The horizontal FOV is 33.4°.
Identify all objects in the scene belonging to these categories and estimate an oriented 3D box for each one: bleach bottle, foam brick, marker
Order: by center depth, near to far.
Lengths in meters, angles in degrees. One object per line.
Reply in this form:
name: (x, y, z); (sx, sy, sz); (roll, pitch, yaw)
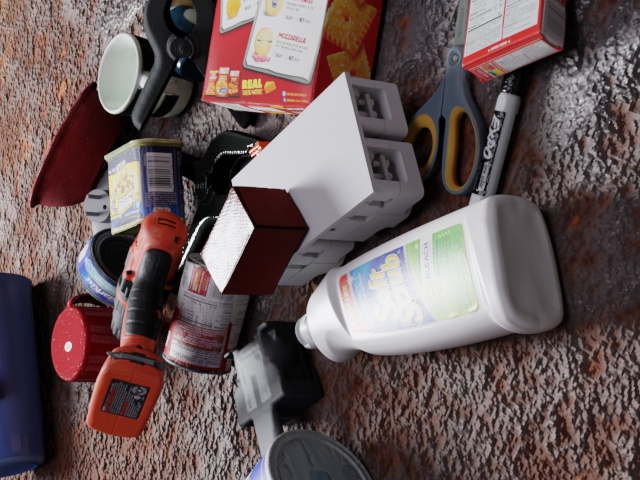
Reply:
marker: (0.134, -0.077, 0.795); (0.020, 0.020, 0.121); (23, 102, 49)
bleach bottle: (0.067, 0.050, 0.826); (0.251, 0.067, 0.102); (-27, 65, 47)
foam brick: (-0.056, 0.001, 0.882); (0.078, 0.051, 0.053); (-60, 43, 33)

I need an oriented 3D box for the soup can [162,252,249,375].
soup can: (-0.107, 0.070, 1.022); (0.069, 0.068, 0.102); (24, 103, 49)

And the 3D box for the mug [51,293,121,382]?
mug: (-0.243, 0.104, 1.168); (0.093, 0.081, 0.117); (-50, 50, 33)

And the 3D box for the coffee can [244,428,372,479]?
coffee can: (-0.032, 0.239, 0.882); (0.140, 0.102, 0.103); (-54, 48, 30)

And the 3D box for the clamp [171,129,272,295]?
clamp: (-0.108, -0.058, 1.066); (0.210, 0.036, 0.164); (-39, 57, 44)

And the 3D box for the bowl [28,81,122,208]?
bowl: (-0.270, -0.098, 1.216); (0.162, 0.055, 0.162); (-61, 7, 13)

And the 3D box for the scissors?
scissors: (0.097, -0.131, 0.850); (0.096, 0.016, 0.202); (-14, 74, 48)

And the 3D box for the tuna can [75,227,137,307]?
tuna can: (-0.216, 0.029, 1.144); (0.034, 0.085, 0.086); (-46, 52, 34)

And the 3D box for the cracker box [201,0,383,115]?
cracker box: (-0.019, -0.220, 0.957); (0.164, 0.071, 0.214); (11, 92, 48)

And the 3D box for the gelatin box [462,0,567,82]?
gelatin box: (0.143, -0.168, 0.774); (0.073, 0.030, 0.089); (-18, 54, 47)

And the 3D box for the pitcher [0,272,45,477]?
pitcher: (-0.411, 0.165, 1.321); (0.145, 0.149, 0.243); (-22, 70, 26)

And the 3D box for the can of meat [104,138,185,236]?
can of meat: (-0.178, -0.052, 1.085); (0.102, 0.057, 0.084); (-15, 77, 57)

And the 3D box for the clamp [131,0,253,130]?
clamp: (-0.139, -0.182, 1.033); (0.039, 0.120, 0.171); (-87, -14, -72)

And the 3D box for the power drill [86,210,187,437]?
power drill: (-0.178, 0.090, 1.019); (0.187, 0.057, 0.185); (-89, 17, -44)
